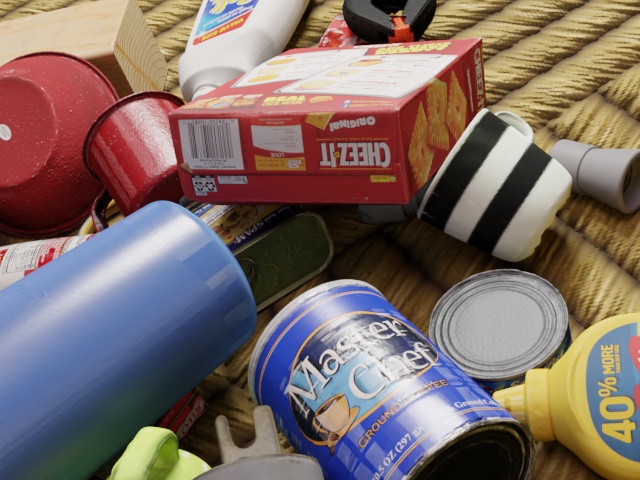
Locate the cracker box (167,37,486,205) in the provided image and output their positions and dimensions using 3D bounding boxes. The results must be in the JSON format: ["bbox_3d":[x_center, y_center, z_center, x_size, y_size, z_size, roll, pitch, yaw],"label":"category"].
[{"bbox_3d":[0.016,-0.089,0.769,0.164,0.072,0.213,1,21,23],"label":"cracker box"}]

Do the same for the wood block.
[{"bbox_3d":[-0.258,-0.147,0.982,0.206,0.091,0.090,-8,46,15],"label":"wood block"}]

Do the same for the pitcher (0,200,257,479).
[{"bbox_3d":[-0.166,0.077,0.640,0.242,0.145,0.149,-37,86,-26],"label":"pitcher"}]

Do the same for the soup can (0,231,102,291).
[{"bbox_3d":[-0.202,0.033,0.797,0.102,0.068,0.068,-8,45,16],"label":"soup can"}]

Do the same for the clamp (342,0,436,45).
[{"bbox_3d":[0.044,-0.214,0.917,0.120,0.039,0.171,-11,40,11],"label":"clamp"}]

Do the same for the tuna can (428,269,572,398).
[{"bbox_3d":[0.112,0.061,0.663,0.086,0.033,0.086,-12,44,11],"label":"tuna can"}]

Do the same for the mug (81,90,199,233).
[{"bbox_3d":[-0.131,-0.045,0.813,0.117,0.093,0.082,-45,56,12],"label":"mug"}]

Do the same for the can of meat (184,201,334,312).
[{"bbox_3d":[-0.055,0.001,0.776,0.102,0.057,0.084,-32,41,-11],"label":"can of meat"}]

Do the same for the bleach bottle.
[{"bbox_3d":[-0.063,-0.195,0.962,0.103,0.068,0.250,-7,44,21],"label":"bleach bottle"}]

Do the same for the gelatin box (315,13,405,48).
[{"bbox_3d":[0.032,-0.158,0.916,0.073,0.030,0.089,9,52,29],"label":"gelatin box"}]

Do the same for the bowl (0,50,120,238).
[{"bbox_3d":[-0.244,-0.085,0.880,0.162,0.055,0.162,-2,83,16],"label":"bowl"}]

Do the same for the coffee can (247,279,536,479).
[{"bbox_3d":[0.037,0.101,0.604,0.102,0.103,0.140,-35,44,-13],"label":"coffee can"}]
